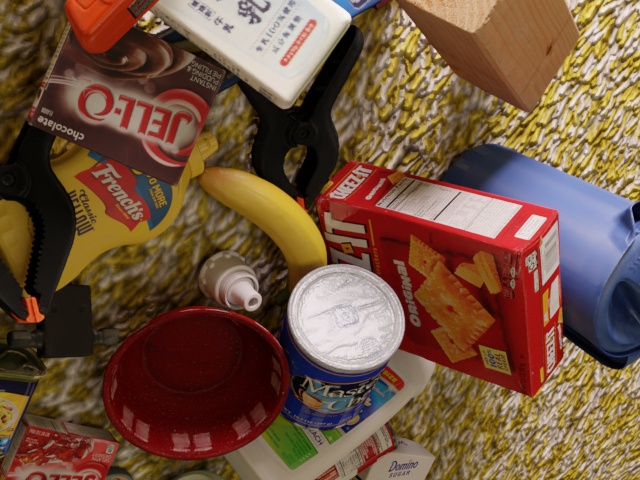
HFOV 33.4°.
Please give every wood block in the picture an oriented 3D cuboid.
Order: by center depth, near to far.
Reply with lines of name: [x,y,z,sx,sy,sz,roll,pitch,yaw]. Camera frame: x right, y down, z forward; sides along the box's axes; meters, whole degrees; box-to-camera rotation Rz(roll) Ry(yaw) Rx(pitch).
wood block: [0.144,-0.192,0.901,0.091,0.090,0.205,-57,155,3]

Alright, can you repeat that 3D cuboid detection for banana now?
banana: [-0.038,-0.004,0.929,0.069,0.037,0.197,-24,136,3]

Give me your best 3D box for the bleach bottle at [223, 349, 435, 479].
bleach bottle: [0.020,0.151,1.059,0.250,0.102,0.068,-35,167,-25]

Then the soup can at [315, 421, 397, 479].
soup can: [0.020,0.213,1.101,0.102,0.069,0.068,-29,129,-20]

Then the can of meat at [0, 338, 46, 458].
can of meat: [-0.279,0.123,0.835,0.101,0.058,0.084,14,107,-41]

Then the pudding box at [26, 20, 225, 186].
pudding box: [-0.135,-0.100,0.743,0.113,0.039,0.090,23,90,-20]

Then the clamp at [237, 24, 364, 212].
clamp: [-0.030,-0.101,0.907,0.120,0.039,0.171,0,118,-18]

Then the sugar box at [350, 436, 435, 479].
sugar box: [0.050,0.303,1.191,0.093,0.048,0.176,17,100,-41]

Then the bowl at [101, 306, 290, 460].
bowl: [-0.110,0.114,0.936,0.162,0.055,0.162,-5,120,-9]

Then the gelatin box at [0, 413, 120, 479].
gelatin box: [-0.228,0.195,0.921,0.089,0.030,0.073,20,97,-34]

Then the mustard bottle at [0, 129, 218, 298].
mustard bottle: [-0.164,-0.038,0.825,0.191,0.058,0.096,-30,107,-22]

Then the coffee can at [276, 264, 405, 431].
coffee can: [0.009,0.100,0.967,0.102,0.103,0.140,-24,157,-24]

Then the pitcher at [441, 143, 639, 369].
pitcher: [0.224,0.006,1.016,0.144,0.243,0.149,22,100,-42]

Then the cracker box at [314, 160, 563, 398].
cracker box: [0.106,0.032,0.957,0.072,0.214,0.164,-43,136,-37]

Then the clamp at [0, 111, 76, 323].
clamp: [-0.216,-0.048,0.750,0.164,0.036,0.210,-21,97,-29]
